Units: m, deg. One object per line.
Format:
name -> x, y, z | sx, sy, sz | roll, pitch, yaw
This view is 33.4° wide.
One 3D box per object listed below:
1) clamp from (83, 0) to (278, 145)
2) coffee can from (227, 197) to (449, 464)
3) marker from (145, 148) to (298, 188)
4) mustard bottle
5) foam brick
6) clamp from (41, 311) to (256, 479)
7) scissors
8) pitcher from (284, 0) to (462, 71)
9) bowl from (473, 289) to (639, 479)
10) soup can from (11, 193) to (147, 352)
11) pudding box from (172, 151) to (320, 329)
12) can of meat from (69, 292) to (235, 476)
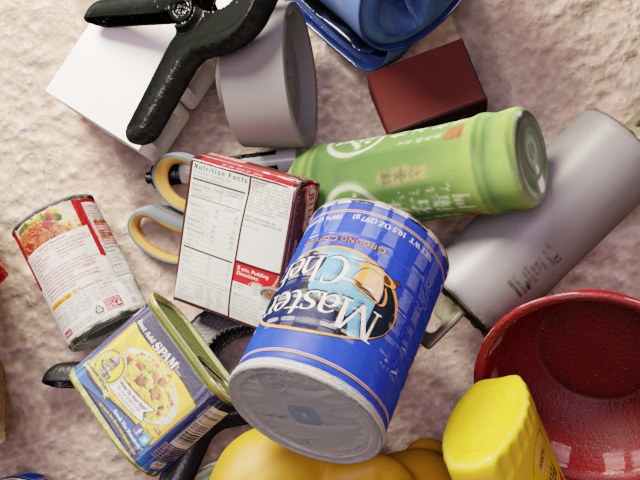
clamp -> -0.089, -0.144, 0.744 | 0.172, 0.039, 0.120 | -23, 78, 28
coffee can -> 0.014, 0.057, 0.691 | 0.103, 0.103, 0.140 | 20, 54, 9
marker -> -0.077, -0.056, 0.831 | 0.121, 0.020, 0.020 | -6, 82, 6
mustard bottle -> 0.144, 0.193, 0.723 | 0.058, 0.096, 0.191 | -15, 114, 27
foam brick -> 0.080, -0.108, 0.801 | 0.078, 0.053, 0.051 | -20, 80, 5
clamp -> -0.089, 0.120, 0.795 | 0.210, 0.036, 0.165 | -29, 69, 0
scissors -> -0.055, -0.010, 0.797 | 0.202, 0.016, 0.096 | 10, 106, 20
pitcher -> -0.002, -0.247, 0.782 | 0.243, 0.144, 0.149 | 43, 98, 26
bowl -> 0.190, 0.091, 0.737 | 0.162, 0.055, 0.162 | 10, 122, 15
soup can -> -0.181, 0.025, 0.810 | 0.068, 0.068, 0.102 | -29, 81, 3
pudding box -> -0.055, 0.001, 0.766 | 0.090, 0.039, 0.113 | 18, 106, 25
can of meat -> -0.116, 0.103, 0.756 | 0.084, 0.057, 0.102 | -41, 67, 2
